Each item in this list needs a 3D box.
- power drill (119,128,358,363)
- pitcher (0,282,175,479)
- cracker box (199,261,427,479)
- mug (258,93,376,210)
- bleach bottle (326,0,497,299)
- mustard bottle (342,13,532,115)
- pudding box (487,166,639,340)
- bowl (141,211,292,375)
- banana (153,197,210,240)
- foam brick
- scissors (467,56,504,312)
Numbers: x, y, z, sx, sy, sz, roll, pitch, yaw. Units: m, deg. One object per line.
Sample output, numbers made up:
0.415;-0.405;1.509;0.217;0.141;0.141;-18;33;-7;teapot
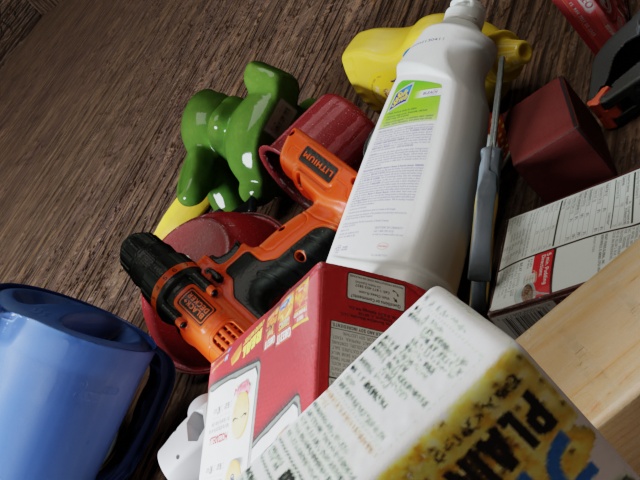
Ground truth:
-0.056;0.001;0.852;0.187;0.057;0.185;-47;55;-6;power drill
-0.223;0.167;0.841;0.145;0.149;0.243;-33;-34;-85;pitcher
-0.008;0.141;0.539;0.164;0.072;0.213;136;142;-55;cracker box
0.005;-0.074;0.969;0.081;0.093;0.117;-46;-12;-14;mug
0.081;-0.067;0.775;0.103;0.068;0.250;0;63;44;bleach bottle
0.105;-0.146;0.901;0.192;0.096;0.058;1;50;57;mustard bottle
0.161;0.010;0.647;0.114;0.039;0.090;-22;33;37;pudding box
-0.101;0.033;0.929;0.162;0.055;0.162;-19;51;25;bowl
-0.126;-0.070;1.213;0.197;0.037;0.070;-60;11;-31;banana
0.165;-0.066;0.741;0.051;0.053;0.078;-33;26;23;foam brick
0.115;-0.034;0.732;0.016;0.096;0.201;6;41;10;scissors
